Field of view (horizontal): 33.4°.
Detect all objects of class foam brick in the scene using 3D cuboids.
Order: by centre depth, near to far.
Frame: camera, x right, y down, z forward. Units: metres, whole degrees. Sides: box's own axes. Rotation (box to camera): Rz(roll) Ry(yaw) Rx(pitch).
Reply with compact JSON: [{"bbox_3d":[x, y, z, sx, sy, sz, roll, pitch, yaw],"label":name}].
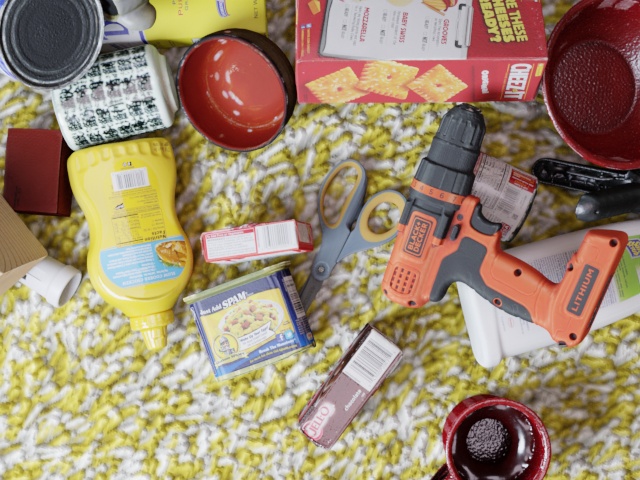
[{"bbox_3d":[-0.261,-0.063,0.993,0.053,0.051,0.078,4,89,1],"label":"foam brick"}]

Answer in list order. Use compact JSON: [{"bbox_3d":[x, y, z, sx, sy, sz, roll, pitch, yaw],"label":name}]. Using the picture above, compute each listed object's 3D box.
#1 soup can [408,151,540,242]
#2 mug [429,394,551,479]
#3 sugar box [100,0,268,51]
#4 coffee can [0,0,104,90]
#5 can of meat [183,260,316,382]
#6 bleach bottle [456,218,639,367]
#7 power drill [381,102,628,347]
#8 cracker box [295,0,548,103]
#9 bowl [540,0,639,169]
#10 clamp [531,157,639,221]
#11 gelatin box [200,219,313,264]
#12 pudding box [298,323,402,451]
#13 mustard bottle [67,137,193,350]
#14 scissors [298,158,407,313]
[{"bbox_3d":[0.142,-0.048,0.982,0.102,0.068,0.068,25,89,0],"label":"soup can"},{"bbox_3d":[0.146,0.192,0.971,0.117,0.081,0.093,-41,89,-1],"label":"mug"},{"bbox_3d":[-0.140,-0.229,0.998,0.176,0.048,0.093,-4,88,-1],"label":"sugar box"},{"bbox_3d":[-0.272,-0.198,0.937,0.141,0.102,0.103,25,89,40],"label":"coffee can"},{"bbox_3d":[-0.063,0.075,0.979,0.102,0.057,0.084,-21,87,10],"label":"can of meat"},{"bbox_3d":[0.257,0.039,0.984,0.250,0.068,0.102,-13,90,-2],"label":"bleach bottle"},{"bbox_3d":[0.158,-0.005,0.906,0.188,0.057,0.184,23,105,21],"label":"power drill"},{"bbox_3d":[0.085,-0.206,0.958,0.213,0.072,0.164,0,63,0],"label":"cracker box"},{"bbox_3d":[0.265,-0.144,0.979,0.162,0.055,0.162,0,91,-15],"label":"bowl"},{"bbox_3d":[0.282,-0.049,0.980,0.171,0.120,0.039,0,118,-20],"label":"clamp"},{"bbox_3d":[-0.057,0.001,0.973,0.089,0.073,0.030,-8,86,10],"label":"gelatin box"},{"bbox_3d":[0.025,0.131,0.969,0.039,0.090,0.113,39,89,-1],"label":"pudding box"},{"bbox_3d":[-0.169,0.006,0.985,0.096,0.058,0.191,-11,90,-22],"label":"mustard bottle"},{"bbox_3d":[0.022,0.025,1.007,0.096,0.016,0.202,13,89,3],"label":"scissors"}]
